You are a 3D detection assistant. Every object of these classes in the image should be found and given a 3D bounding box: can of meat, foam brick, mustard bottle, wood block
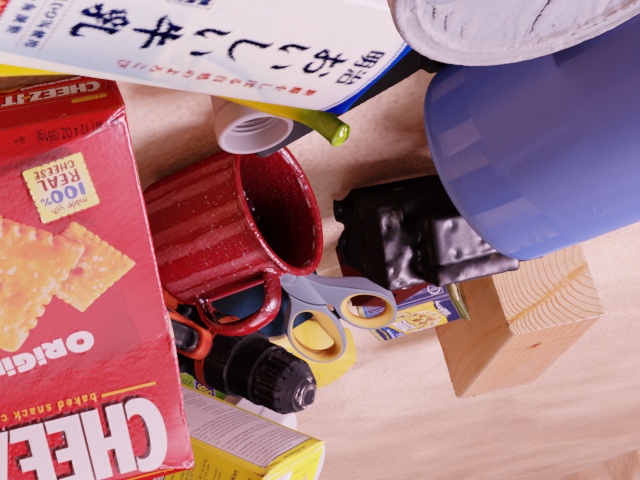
[{"bbox_3d":[0.077,0.045,0.918,0.084,0.057,0.102,-18,158,10],"label":"can of meat"},{"bbox_3d":[0.060,0.013,0.832,0.052,0.051,0.078,4,150,-43],"label":"foam brick"},{"bbox_3d":[-0.052,0.097,0.948,0.096,0.058,0.191,-21,158,26],"label":"mustard bottle"},{"bbox_3d":[0.182,0.074,1.020,0.090,0.090,0.206,-11,158,-12],"label":"wood block"}]

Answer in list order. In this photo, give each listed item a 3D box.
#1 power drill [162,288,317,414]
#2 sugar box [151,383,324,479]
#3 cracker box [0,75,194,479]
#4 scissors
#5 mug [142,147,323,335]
[{"bbox_3d":[-0.111,0.057,0.697,0.185,0.057,0.187,19,173,34],"label":"power drill"},{"bbox_3d":[-0.096,0.123,0.676,0.176,0.048,0.093,17,-173,20],"label":"sugar box"},{"bbox_3d":[-0.162,0.036,0.543,0.164,0.072,0.214,-12,116,-11],"label":"cracker box"},{"bbox_3d":[-0.003,0.022,0.767,0.096,0.016,0.201,-17,136,2],"label":"scissors"},{"bbox_3d":[-0.054,0.001,0.638,0.082,0.117,0.093,-21,158,25],"label":"mug"}]
